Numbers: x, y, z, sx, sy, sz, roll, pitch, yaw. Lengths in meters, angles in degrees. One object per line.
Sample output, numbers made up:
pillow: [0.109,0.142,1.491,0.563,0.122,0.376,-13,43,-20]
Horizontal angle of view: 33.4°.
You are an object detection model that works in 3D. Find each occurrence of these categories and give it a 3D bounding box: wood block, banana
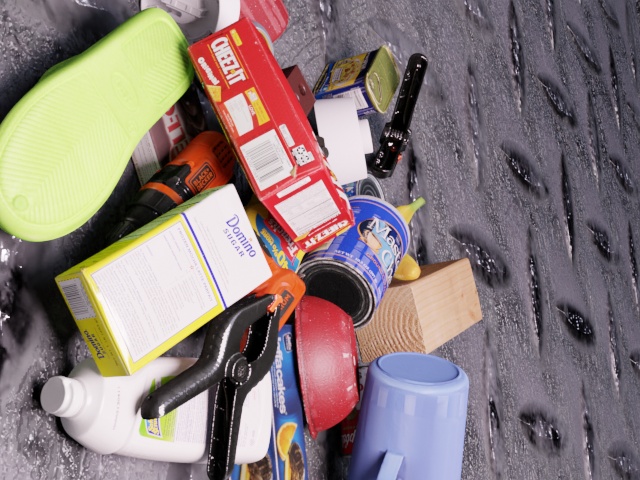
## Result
wood block: [0.128,0.088,1.395,0.205,0.091,0.090,-18,96,-61]
banana: [0.098,0.001,1.382,0.037,0.070,0.197,46,26,-20]

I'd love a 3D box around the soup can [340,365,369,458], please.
soup can: [0.055,0.200,1.249,0.068,0.069,0.102,17,65,-58]

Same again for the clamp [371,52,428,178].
clamp: [0.100,-0.145,1.379,0.210,0.036,0.164,62,48,-84]

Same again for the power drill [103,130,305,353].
power drill: [-0.101,0.016,0.980,0.187,0.057,0.184,59,45,-24]

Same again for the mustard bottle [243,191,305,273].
mustard bottle: [-0.057,0.001,1.133,0.096,0.058,0.191,62,33,-20]

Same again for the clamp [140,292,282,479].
clamp: [-0.088,0.111,0.918,0.120,0.039,0.171,48,55,-49]

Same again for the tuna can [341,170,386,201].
tuna can: [0.052,-0.046,1.368,0.086,0.034,0.086,29,55,-54]

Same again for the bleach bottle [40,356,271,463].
bleach bottle: [-0.140,0.140,0.933,0.250,0.068,0.102,23,62,-54]

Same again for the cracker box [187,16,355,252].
cracker box: [-0.041,-0.094,1.028,0.164,0.072,0.213,63,3,16]

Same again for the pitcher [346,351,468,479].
pitcher: [0.087,0.251,1.137,0.144,0.149,0.243,0,106,-24]

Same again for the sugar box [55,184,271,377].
sugar box: [-0.124,0.030,0.883,0.175,0.048,0.093,-35,108,-45]

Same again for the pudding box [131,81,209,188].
pudding box: [-0.149,-0.111,1.029,0.089,0.039,0.113,-35,110,-58]

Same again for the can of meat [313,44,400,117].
can of meat: [0.045,-0.196,1.356,0.057,0.084,0.102,61,34,-29]

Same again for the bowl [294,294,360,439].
bowl: [0.010,0.130,1.146,0.162,0.055,0.162,-6,90,-85]

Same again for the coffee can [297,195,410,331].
coffee can: [0.037,0.025,1.243,0.103,0.103,0.140,65,32,-23]

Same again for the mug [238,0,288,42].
mug: [-0.084,-0.262,1.151,0.081,0.093,0.117,58,33,-40]
